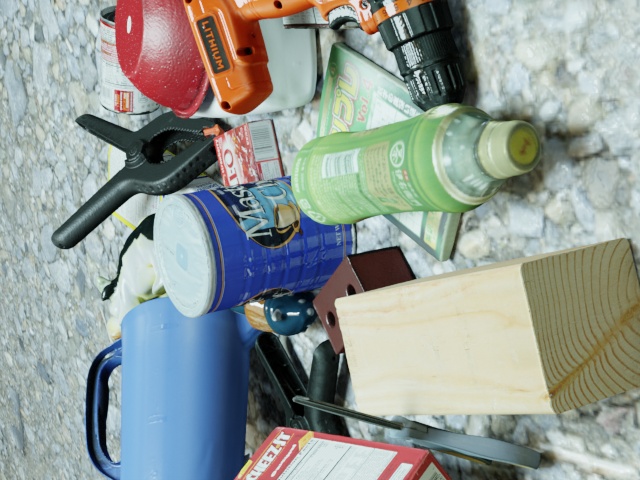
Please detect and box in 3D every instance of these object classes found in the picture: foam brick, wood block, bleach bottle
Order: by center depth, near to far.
[{"bbox_3d":[0.107,0.063,0.706,0.206,0.090,0.090,-16,86,59],"label":"wood block"},{"bbox_3d":[0.037,0.048,0.853,0.053,0.051,0.078,64,146,23],"label":"foam brick"},{"bbox_3d":[-0.092,-0.165,0.983,0.251,0.068,0.102,9,105,60],"label":"bleach bottle"}]

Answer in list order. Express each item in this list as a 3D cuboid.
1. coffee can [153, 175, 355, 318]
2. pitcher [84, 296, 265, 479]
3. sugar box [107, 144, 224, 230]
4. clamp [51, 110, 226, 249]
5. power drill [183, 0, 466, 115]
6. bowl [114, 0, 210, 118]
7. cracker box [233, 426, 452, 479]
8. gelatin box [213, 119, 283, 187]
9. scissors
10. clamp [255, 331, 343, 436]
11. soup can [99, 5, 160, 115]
[{"bbox_3d":[-0.056,0.001,0.902,0.103,0.140,0.103,27,122,53],"label":"coffee can"},{"bbox_3d":[-0.141,0.187,1.021,0.149,0.144,0.243,-46,37,47],"label":"pitcher"},{"bbox_3d":[-0.164,-0.041,1.138,0.176,0.048,0.093,31,125,38],"label":"sugar box"},{"bbox_3d":[-0.186,-0.072,1.086,0.210,0.036,0.164,-6,60,30],"label":"clamp"},{"bbox_3d":[0.002,-0.156,0.771,0.188,0.057,0.184,-18,90,29],"label":"power drill"},{"bbox_3d":[-0.146,-0.191,0.959,0.162,0.055,0.162,9,100,63],"label":"bowl"},{"bbox_3d":[0.046,0.230,0.817,0.164,0.072,0.214,52,153,-17],"label":"cracker box"},{"bbox_3d":[-0.065,-0.062,1.003,0.073,0.030,0.089,-13,88,59],"label":"gelatin box"},{"bbox_3d":[0.076,0.130,0.711,0.096,0.201,0.016,3,74,36],"label":"scissors"},{"bbox_3d":[-0.004,0.162,0.972,0.120,0.039,0.171,-16,92,63],"label":"clamp"},{"bbox_3d":[-0.204,-0.194,1.147,0.069,0.068,0.102,42,134,45],"label":"soup can"}]
